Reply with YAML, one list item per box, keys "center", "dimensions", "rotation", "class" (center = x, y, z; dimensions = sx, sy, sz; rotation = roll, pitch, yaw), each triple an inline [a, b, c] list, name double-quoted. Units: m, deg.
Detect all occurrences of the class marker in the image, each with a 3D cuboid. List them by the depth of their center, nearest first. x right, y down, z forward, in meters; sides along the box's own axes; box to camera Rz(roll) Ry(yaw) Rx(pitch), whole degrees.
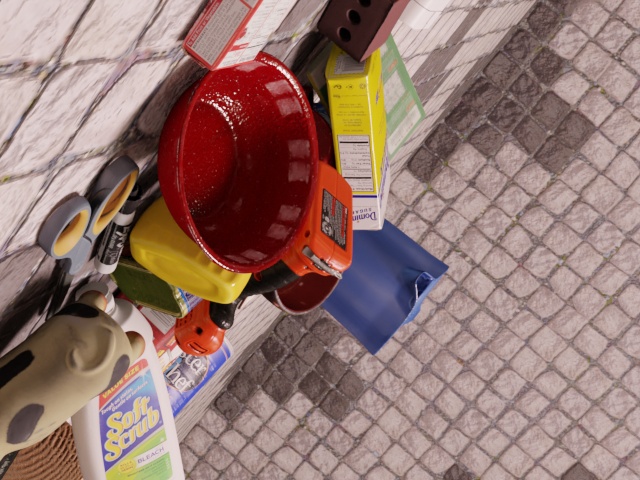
- center: [-0.159, -0.010, 0.838]
  dimensions: [0.020, 0.020, 0.121]
  rotation: [-46, 174, -36]
  class: "marker"

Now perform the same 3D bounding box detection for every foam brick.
- center: [0.042, -0.207, 0.939]
  dimensions: [0.051, 0.053, 0.078]
  rotation: [-45, 173, -40]
  class: "foam brick"

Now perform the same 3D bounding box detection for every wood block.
- center: [-0.311, 0.266, 1.180]
  dimensions: [0.090, 0.091, 0.206]
  rotation: [-46, 174, -30]
  class: "wood block"

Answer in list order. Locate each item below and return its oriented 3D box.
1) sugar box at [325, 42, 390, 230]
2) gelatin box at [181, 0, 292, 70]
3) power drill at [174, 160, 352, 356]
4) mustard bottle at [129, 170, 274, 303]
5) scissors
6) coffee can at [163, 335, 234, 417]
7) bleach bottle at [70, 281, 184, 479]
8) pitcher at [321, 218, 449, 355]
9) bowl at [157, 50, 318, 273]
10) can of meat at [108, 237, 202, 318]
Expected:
- center: [0.039, -0.106, 1.031]
  dimensions: [0.093, 0.048, 0.176]
  rotation: [-76, 161, -49]
  class: "sugar box"
- center: [-0.045, -0.154, 0.692]
  dimensions: [0.089, 0.030, 0.073]
  rotation: [-52, 176, 22]
  class: "gelatin box"
- center: [-0.056, 0.001, 0.985]
  dimensions: [0.188, 0.057, 0.184]
  rotation: [-29, -138, 31]
  class: "power drill"
- center: [-0.069, -0.046, 0.874]
  dimensions: [0.191, 0.096, 0.058]
  rotation: [-60, 169, -30]
  class: "mustard bottle"
- center: [-0.191, 0.017, 0.783]
  dimensions: [0.202, 0.016, 0.096]
  rotation: [-53, 173, 33]
  class: "scissors"
- center: [-0.192, 0.158, 1.339]
  dimensions: [0.140, 0.103, 0.103]
  rotation: [-47, 175, -21]
  class: "coffee can"
- center: [-0.192, 0.147, 0.982]
  dimensions: [0.102, 0.068, 0.251]
  rotation: [-23, 130, -21]
  class: "bleach bottle"
- center: [0.014, 0.011, 1.225]
  dimensions: [0.149, 0.243, 0.144]
  rotation: [-51, 175, 22]
  class: "pitcher"
- center: [-0.069, -0.058, 0.784]
  dimensions: [0.161, 0.055, 0.162]
  rotation: [-11, 104, -54]
  class: "bowl"
- center: [-0.124, 0.016, 0.918]
  dimensions: [0.102, 0.057, 0.083]
  rotation: [12, -134, 45]
  class: "can of meat"
